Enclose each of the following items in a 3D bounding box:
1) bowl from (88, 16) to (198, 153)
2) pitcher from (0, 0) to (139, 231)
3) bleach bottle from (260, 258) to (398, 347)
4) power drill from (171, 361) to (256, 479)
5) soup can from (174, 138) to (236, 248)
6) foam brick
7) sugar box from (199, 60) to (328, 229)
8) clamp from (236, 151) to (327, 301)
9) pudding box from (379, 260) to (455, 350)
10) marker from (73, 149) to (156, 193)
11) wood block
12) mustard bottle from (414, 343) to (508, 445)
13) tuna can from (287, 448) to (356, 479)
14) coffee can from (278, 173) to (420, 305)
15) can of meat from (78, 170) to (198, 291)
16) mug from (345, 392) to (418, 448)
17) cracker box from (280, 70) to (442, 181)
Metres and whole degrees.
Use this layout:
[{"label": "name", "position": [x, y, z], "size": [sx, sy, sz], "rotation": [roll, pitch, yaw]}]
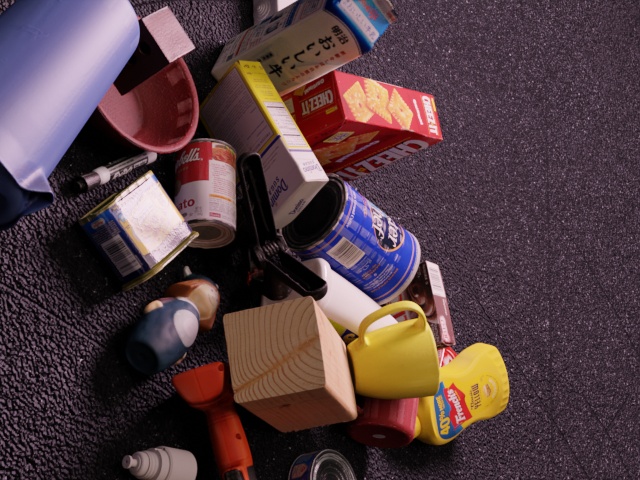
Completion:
[{"label": "bowl", "position": [-0.205, -0.158, 1.127], "size": [0.161, 0.055, 0.162], "rotation": [29, 50, -41]}, {"label": "pitcher", "position": [-0.270, -0.139, 0.943], "size": [0.149, 0.145, 0.242], "rotation": [53, 46, -29]}, {"label": "bleach bottle", "position": [0.047, 0.107, 1.270], "size": [0.250, 0.103, 0.068], "rotation": [32, 52, -38]}, {"label": "power drill", "position": [-0.088, 0.212, 1.014], "size": [0.184, 0.057, 0.188], "rotation": [76, -3, -80]}, {"label": "soup can", "position": [-0.125, -0.050, 1.162], "size": [0.068, 0.069, 0.102], "rotation": [25, 53, -44]}, {"label": "foam brick", "position": [-0.176, -0.189, 1.066], "size": [0.053, 0.078, 0.051], "rotation": [56, 37, -10]}, {"label": "sugar box", "position": [-0.067, -0.108, 1.205], "size": [0.048, 0.093, 0.176], "rotation": [-8, 60, -47]}, {"label": "clamp", "position": [-0.057, 0.001, 1.127], "size": [0.036, 0.210, 0.164], "rotation": [-24, 85, -17]}, {"label": "pudding box", "position": [0.120, 0.094, 1.386], "size": [0.039, 0.090, 0.113], "rotation": [18, 57, -49]}, {"label": "marker", "position": [-0.212, -0.073, 1.102], "size": [0.120, 0.020, 0.020], "rotation": [-36, 101, -55]}, {"label": "wood block", "position": [-0.026, 0.133, 1.091], "size": [0.206, 0.091, 0.090], "rotation": [61, 18, -70]}, {"label": "mustard bottle", "position": [0.159, 0.208, 1.372], "size": [0.191, 0.058, 0.096], "rotation": [-21, 109, -35]}, {"label": "tuna can", "position": [0.004, 0.275, 1.179], "size": [0.086, 0.034, 0.086], "rotation": [29, 50, -41]}, {"label": "coffee can", "position": [0.035, 0.000, 1.254], "size": [0.140, 0.103, 0.102], "rotation": [36, 45, -36]}, {"label": "can of meat", "position": [-0.183, -0.012, 1.074], "size": [0.084, 0.058, 0.102], "rotation": [56, 36, -11]}, {"label": "mug", "position": [0.067, 0.190, 1.263], "size": [0.117, 0.093, 0.081], "rotation": [37, 49, -37]}, {"label": "cracker box", "position": [0.026, -0.135, 1.325], "size": [0.213, 0.164, 0.072], "rotation": [5, 69, -52]}]
